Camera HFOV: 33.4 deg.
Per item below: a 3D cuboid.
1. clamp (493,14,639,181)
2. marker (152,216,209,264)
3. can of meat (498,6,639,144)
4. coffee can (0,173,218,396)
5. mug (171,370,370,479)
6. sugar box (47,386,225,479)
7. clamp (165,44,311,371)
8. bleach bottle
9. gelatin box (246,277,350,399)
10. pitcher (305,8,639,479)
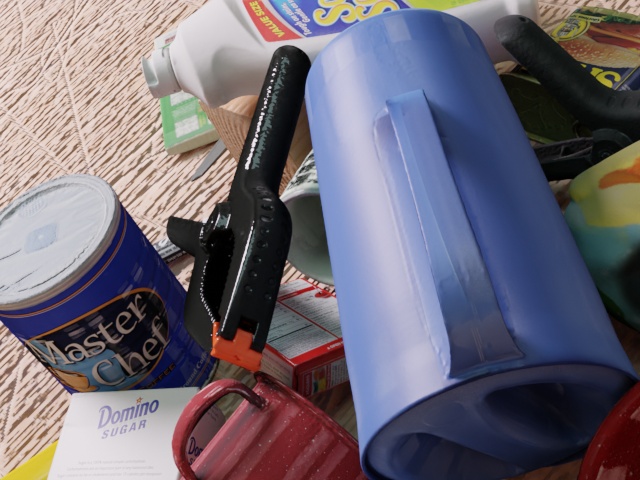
[{"bbox_3d":[0.167,-0.068,0.623,0.172,0.120,0.039,11,47,20],"label":"clamp"},{"bbox_3d":[-0.099,0.001,0.785,0.121,0.020,0.020,-26,41,5],"label":"marker"},{"bbox_3d":[0.182,-0.104,0.699,0.083,0.057,0.102,-43,42,-18],"label":"can of meat"},{"bbox_3d":[-0.140,0.042,0.675,0.103,0.140,0.103,-16,43,15],"label":"coffee can"},{"bbox_3d":[-0.031,0.121,0.557,0.081,0.117,0.093,-50,32,-15],"label":"mug"},{"bbox_3d":[-0.116,0.170,0.597,0.093,0.048,0.176,-6,51,24],"label":"sugar box"},{"bbox_3d":[-0.054,0.001,0.626,0.165,0.036,0.210,-51,27,37],"label":"clamp"},{"bbox_3d":[0.008,-0.133,0.694,0.251,0.068,0.102,-15,58,4],"label":"bleach bottle"},{"bbox_3d":[-0.014,0.059,0.647,0.073,0.030,0.089,-18,30,-36],"label":"gelatin box"},{"bbox_3d":[0.062,-0.008,0.544,0.149,0.144,0.243,-49,42,41],"label":"pitcher"}]
